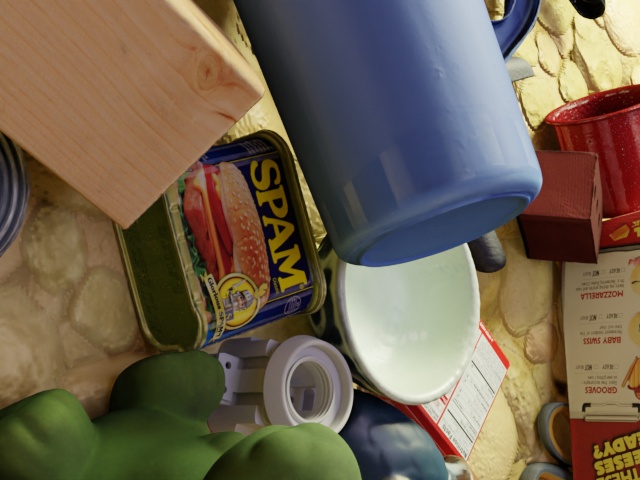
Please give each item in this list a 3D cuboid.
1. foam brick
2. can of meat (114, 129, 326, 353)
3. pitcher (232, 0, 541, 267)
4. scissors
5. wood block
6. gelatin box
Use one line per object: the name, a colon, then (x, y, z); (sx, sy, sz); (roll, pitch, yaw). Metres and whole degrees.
foam brick: (0.170, -0.023, 0.755); (0.078, 0.051, 0.053); (55, 44, -60)
can of meat: (-0.054, 0.001, 0.548); (0.083, 0.058, 0.102); (-17, 94, -42)
pitcher: (0.033, -0.118, 0.550); (0.144, 0.149, 0.243); (6, 62, -59)
scissors: (0.214, 0.176, 0.808); (0.201, 0.016, 0.096); (15, 72, -42)
wood block: (-0.131, -0.113, 0.445); (0.091, 0.090, 0.206); (-43, 122, 8)
gelatin box: (0.079, 0.088, 0.681); (0.073, 0.030, 0.089); (53, 51, -26)
